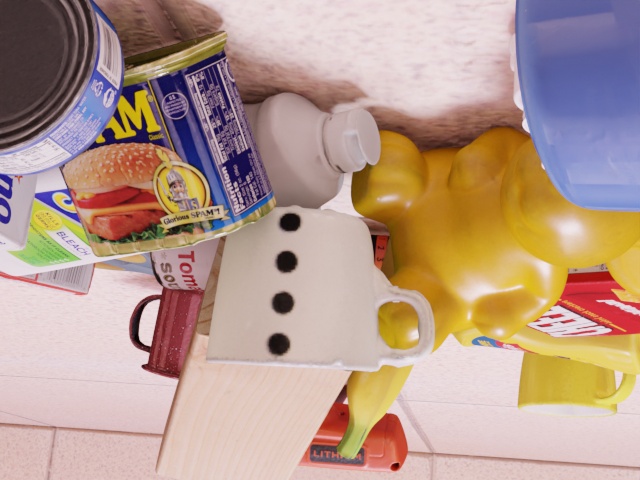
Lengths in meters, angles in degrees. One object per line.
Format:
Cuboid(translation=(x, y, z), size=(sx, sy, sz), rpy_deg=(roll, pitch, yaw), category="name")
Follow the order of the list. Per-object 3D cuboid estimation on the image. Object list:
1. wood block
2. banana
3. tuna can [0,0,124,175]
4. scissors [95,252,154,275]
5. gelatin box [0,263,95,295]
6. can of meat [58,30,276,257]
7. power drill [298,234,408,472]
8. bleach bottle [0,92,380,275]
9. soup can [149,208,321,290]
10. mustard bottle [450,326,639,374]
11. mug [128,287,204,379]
Cuboid(translation=(-0.042, 0.081, 0.681), size=(0.090, 0.090, 0.206), rpy_deg=(15, 144, -5), category="wood block")
Cuboid(translation=(0.046, 0.037, 0.655), size=(0.037, 0.197, 0.070), rpy_deg=(32, 136, -10), category="banana")
Cuboid(translation=(-0.125, -0.071, 0.438), size=(0.086, 0.086, 0.033), rpy_deg=(1, 166, 14), category="tuna can")
Cuboid(translation=(-0.127, 0.021, 0.902), size=(0.201, 0.016, 0.096), rpy_deg=(12, 163, -27), category="scissors")
Cuboid(translation=(-0.215, 0.017, 0.786), size=(0.089, 0.030, 0.073), rpy_deg=(15, 172, -16), category="gelatin box")
Cuboid(translation=(-0.078, -0.043, 0.497), size=(0.102, 0.084, 0.057), rpy_deg=(-7, -160, 36), category="can of meat")
Cuboid(translation=(0.031, 0.082, 0.802), size=(0.184, 0.188, 0.057), rpy_deg=(4, -156, 9), category="power drill")
Cuboid(translation=(-0.091, -0.039, 0.582), size=(0.251, 0.068, 0.102), rpy_deg=(-9, 143, 26), category="bleach bottle")
Cuboid(translation=(-0.055, 0.001, 0.711), size=(0.102, 0.068, 0.068), rpy_deg=(2, 164, 14), category="soup can")
Cuboid(translation=(0.169, 0.065, 0.867), size=(0.192, 0.058, 0.096), rpy_deg=(7, 176, 28), category="mustard bottle")
Cuboid(translation=(-0.122, 0.082, 0.980), size=(0.117, 0.081, 0.093), rpy_deg=(10, 178, 21), category="mug")
